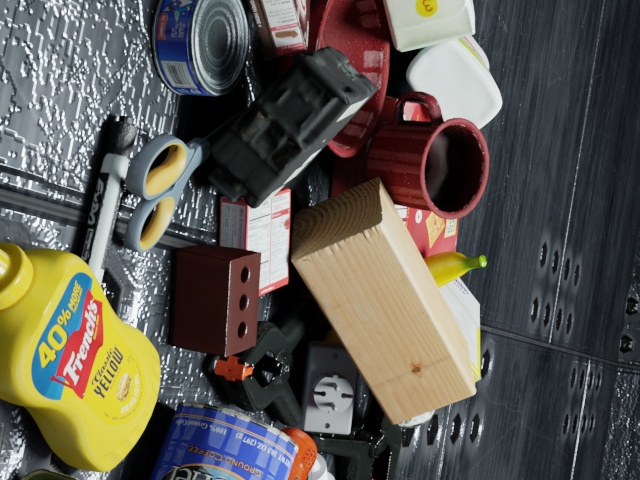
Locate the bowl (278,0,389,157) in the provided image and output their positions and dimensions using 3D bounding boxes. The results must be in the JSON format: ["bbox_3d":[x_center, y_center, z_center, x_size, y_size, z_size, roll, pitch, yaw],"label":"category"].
[{"bbox_3d":[0.007,-0.157,0.957,0.161,0.055,0.162,-29,123,-59],"label":"bowl"}]

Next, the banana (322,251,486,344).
[{"bbox_3d":[0.076,0.061,1.106,0.037,0.197,0.070,58,-6,-4],"label":"banana"}]

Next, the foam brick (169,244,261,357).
[{"bbox_3d":[-0.081,0.045,0.835,0.052,0.051,0.078,-14,110,-63],"label":"foam brick"}]

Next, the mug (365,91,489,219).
[{"bbox_3d":[0.094,-0.081,0.990,0.093,0.082,0.117,-28,115,-35],"label":"mug"}]

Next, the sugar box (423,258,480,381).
[{"bbox_3d":[0.135,0.087,1.183,0.093,0.048,0.176,52,18,-13],"label":"sugar box"}]

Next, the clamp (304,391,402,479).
[{"bbox_3d":[0.045,0.220,1.159,0.164,0.036,0.210,-39,139,-35],"label":"clamp"}]

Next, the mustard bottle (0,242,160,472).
[{"bbox_3d":[-0.165,0.061,0.657,0.191,0.058,0.096,64,40,-49],"label":"mustard bottle"}]

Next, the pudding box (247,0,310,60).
[{"bbox_3d":[-0.034,-0.210,0.836,0.113,0.039,0.090,-85,163,-45],"label":"pudding box"}]

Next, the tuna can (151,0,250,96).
[{"bbox_3d":[-0.086,-0.149,0.787,0.086,0.034,0.086,-29,123,-59],"label":"tuna can"}]

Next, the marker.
[{"bbox_3d":[-0.144,-0.026,0.719,0.020,0.020,0.121,29,71,-63],"label":"marker"}]

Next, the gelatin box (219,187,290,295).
[{"bbox_3d":[-0.056,0.001,0.901,0.073,0.030,0.089,-23,118,-60],"label":"gelatin box"}]

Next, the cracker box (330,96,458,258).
[{"bbox_3d":[0.088,-0.064,1.134,0.213,0.072,0.164,-4,100,-64],"label":"cracker box"}]

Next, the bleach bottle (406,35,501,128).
[{"bbox_3d":[0.146,-0.195,1.174,0.102,0.068,0.250,47,19,-13],"label":"bleach bottle"}]

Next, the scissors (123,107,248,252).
[{"bbox_3d":[-0.100,-0.048,0.805,0.201,0.016,0.096,-35,145,-71],"label":"scissors"}]

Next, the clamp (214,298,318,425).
[{"bbox_3d":[-0.043,0.101,0.951,0.171,0.039,0.120,36,58,-69],"label":"clamp"}]

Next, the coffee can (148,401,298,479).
[{"bbox_3d":[-0.087,0.207,0.811,0.102,0.103,0.140,56,48,-55],"label":"coffee can"}]

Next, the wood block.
[{"bbox_3d":[0.060,0.059,0.994,0.206,0.091,0.090,60,15,-27],"label":"wood block"}]
